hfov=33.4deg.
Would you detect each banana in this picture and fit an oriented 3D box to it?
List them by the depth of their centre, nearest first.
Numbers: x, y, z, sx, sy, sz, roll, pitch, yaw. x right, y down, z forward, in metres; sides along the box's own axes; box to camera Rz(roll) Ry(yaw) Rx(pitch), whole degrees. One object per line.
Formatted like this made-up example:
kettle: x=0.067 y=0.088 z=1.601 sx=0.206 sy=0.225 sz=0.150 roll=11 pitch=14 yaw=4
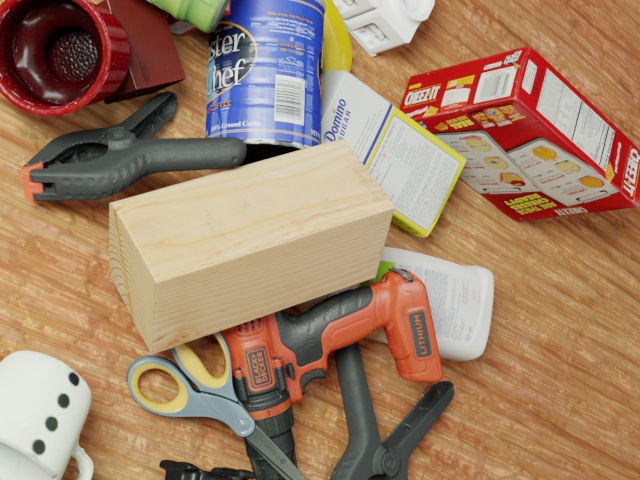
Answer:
banana: x=-0.021 y=-0.221 z=1.005 sx=0.069 sy=0.037 sz=0.197 roll=-48 pitch=114 yaw=-35

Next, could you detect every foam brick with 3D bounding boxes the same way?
foam brick: x=-0.154 y=-0.158 z=0.871 sx=0.052 sy=0.051 sz=0.078 roll=-21 pitch=98 yaw=-40

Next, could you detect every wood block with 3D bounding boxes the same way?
wood block: x=-0.056 y=0.001 z=0.855 sx=0.205 sy=0.091 sz=0.090 roll=-18 pitch=54 yaw=-25

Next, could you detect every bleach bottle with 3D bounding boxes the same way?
bleach bottle: x=0.057 y=0.044 z=1.021 sx=0.250 sy=0.068 sz=0.102 roll=20 pitch=71 yaw=-35

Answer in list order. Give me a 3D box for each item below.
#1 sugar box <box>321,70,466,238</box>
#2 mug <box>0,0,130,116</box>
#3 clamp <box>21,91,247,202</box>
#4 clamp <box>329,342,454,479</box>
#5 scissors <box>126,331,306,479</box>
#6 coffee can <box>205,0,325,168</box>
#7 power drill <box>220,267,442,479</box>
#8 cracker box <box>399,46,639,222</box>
sugar box: x=0.055 y=-0.082 z=1.036 sx=0.176 sy=0.048 sz=0.093 roll=31 pitch=81 yaw=-31
mug: x=-0.203 y=-0.143 z=0.799 sx=0.081 sy=0.117 sz=0.093 roll=-58 pitch=158 yaw=-80
clamp: x=-0.157 y=-0.074 z=0.845 sx=0.171 sy=0.120 sz=0.039 roll=-14 pitch=121 yaw=-25
clamp: x=0.061 y=0.207 z=1.017 sx=0.164 sy=0.036 sz=0.210 roll=19 pitch=74 yaw=-40
scissors: x=-0.084 y=0.153 z=0.874 sx=0.096 sy=0.016 sz=0.202 roll=-27 pitch=98 yaw=-6
coffee can: x=-0.048 y=-0.140 z=0.927 sx=0.102 sy=0.103 sz=0.140 roll=9 pitch=78 yaw=-40
power drill: x=0.010 y=0.111 z=0.930 sx=0.187 sy=0.057 sz=0.184 roll=-15 pitch=104 yaw=-16
cracker box: x=0.209 y=-0.104 z=1.106 sx=0.213 sy=0.164 sz=0.072 roll=33 pitch=66 yaw=-33
